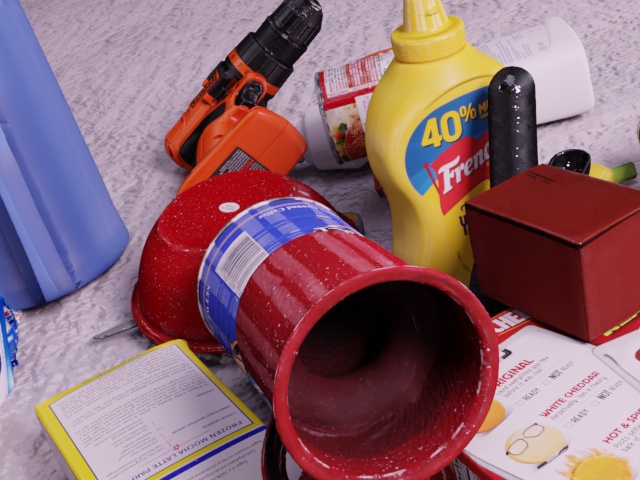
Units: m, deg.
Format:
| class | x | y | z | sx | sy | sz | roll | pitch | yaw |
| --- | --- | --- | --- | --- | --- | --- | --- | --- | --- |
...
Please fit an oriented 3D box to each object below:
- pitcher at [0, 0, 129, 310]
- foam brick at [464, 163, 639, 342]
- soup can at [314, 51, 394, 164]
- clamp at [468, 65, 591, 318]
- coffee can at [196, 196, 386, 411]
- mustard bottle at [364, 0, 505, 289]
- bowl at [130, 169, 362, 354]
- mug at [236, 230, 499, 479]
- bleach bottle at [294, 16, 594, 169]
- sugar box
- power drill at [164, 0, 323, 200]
| class | x | y | z | sx | sy | sz | roll | pitch | yaw |
| --- | --- | --- | --- | --- | --- | --- | --- | --- | --- |
| pitcher | -0.235 | -0.075 | 0.762 | 0.149 | 0.243 | 0.144 | -1 | 32 | 27 |
| foam brick | 0.114 | 0.003 | 0.496 | 0.052 | 0.051 | 0.078 | -26 | 27 | -23 |
| soup can | 0.053 | -0.099 | 0.750 | 0.102 | 0.068 | 0.068 | -14 | 27 | 10 |
| clamp | 0.116 | 0.002 | 0.590 | 0.039 | 0.171 | 0.120 | 4 | -9 | 39 |
| coffee can | 0.004 | 0.046 | 0.566 | 0.102 | 0.103 | 0.140 | -23 | 28 | -16 |
| mustard bottle | 0.075 | -0.052 | 0.616 | 0.096 | 0.191 | 0.058 | -25 | 29 | -19 |
| bowl | -0.055 | 0.001 | 0.696 | 0.162 | 0.055 | 0.162 | -11 | 34 | 7 |
| mug | 0.008 | 0.054 | 0.440 | 0.093 | 0.117 | 0.082 | 22 | 7 | -24 |
| bleach bottle | 0.085 | -0.110 | 0.864 | 0.251 | 0.068 | 0.102 | -15 | 24 | 6 |
| sugar box | -0.071 | 0.117 | 0.535 | 0.093 | 0.048 | 0.176 | -26 | 33 | -20 |
| power drill | -0.056 | -0.101 | 0.847 | 0.185 | 0.057 | 0.187 | -48 | 22 | 18 |
